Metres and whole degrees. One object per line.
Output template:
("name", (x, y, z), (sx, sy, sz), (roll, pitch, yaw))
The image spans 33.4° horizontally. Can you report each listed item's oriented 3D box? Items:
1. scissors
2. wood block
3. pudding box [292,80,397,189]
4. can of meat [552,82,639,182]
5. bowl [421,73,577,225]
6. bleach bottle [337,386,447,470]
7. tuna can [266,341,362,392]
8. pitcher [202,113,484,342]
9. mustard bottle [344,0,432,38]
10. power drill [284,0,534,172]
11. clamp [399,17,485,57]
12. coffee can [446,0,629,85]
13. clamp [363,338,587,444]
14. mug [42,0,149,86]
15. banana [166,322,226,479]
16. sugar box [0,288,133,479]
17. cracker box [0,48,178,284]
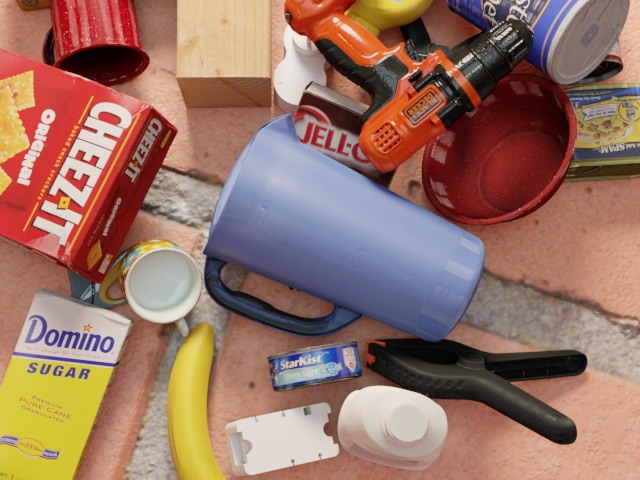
("scissors", (-0.245, 0.061, 1.015), (0.201, 0.016, 0.096), (-39, 105, -8))
("wood block", (-0.092, -0.243, 1.050), (0.090, 0.091, 0.206), (0, 79, -2))
("pudding box", (0.022, -0.090, 1.028), (0.113, 0.039, 0.090), (23, 120, 0))
("can of meat", (0.275, -0.106, 1.052), (0.102, 0.057, 0.084), (-4, 78, -2))
("bowl", (0.179, -0.077, 1.021), (0.162, 0.055, 0.162), (-19, 55, 30))
("bleach bottle", (0.068, 0.157, 0.897), (0.102, 0.251, 0.068), (12, 79, 0))
("tuna can", (-0.005, 0.117, 0.987), (0.086, 0.086, 0.034), (-9, 81, -3))
("pitcher", (0.018, 0.008, 0.984), (0.242, 0.149, 0.145), (25, 53, -6))
("mustard bottle", (0.074, -0.266, 1.028), (0.096, 0.058, 0.192), (33, 96, 17))
("power drill", (0.072, -0.182, 0.964), (0.184, 0.057, 0.188), (-39, 77, 3))
("clamp", (0.123, -0.175, 1.046), (0.120, 0.039, 0.171), (9, 55, 2))
("coffee can", (0.202, -0.225, 1.002), (0.102, 0.102, 0.140), (-42, 59, -8))
("clamp", (0.141, 0.127, 0.971), (0.210, 0.164, 0.036), (8, 108, 8))
("mug", (-0.229, -0.202, 1.048), (0.117, 0.093, 0.081), (-21, 73, 31))
("banana", (-0.110, 0.178, 1.001), (0.069, 0.037, 0.198), (-11, 82, -34))
("sugar box", (-0.246, 0.141, 0.982), (0.093, 0.048, 0.176), (19, 90, -4))
("cracker box", (-0.266, -0.077, 0.993), (0.214, 0.072, 0.164), (22, 81, 21))
